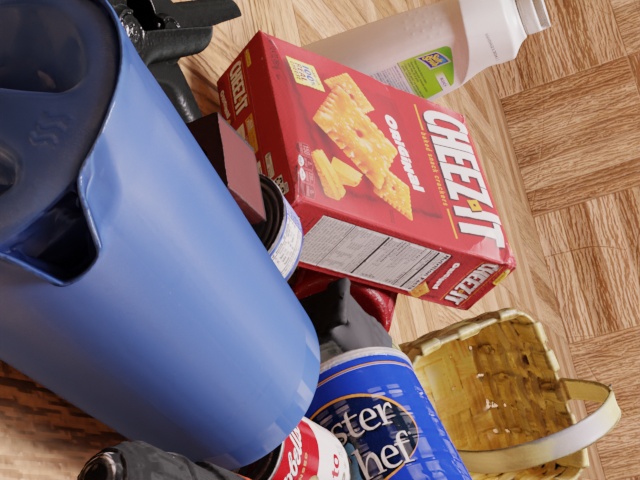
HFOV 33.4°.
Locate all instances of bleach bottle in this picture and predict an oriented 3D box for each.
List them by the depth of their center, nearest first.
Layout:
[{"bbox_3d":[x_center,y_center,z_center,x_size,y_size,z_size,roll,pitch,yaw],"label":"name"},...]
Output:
[{"bbox_3d":[0.067,-0.143,0.887,0.102,0.251,0.068,44,33,-57],"label":"bleach bottle"}]

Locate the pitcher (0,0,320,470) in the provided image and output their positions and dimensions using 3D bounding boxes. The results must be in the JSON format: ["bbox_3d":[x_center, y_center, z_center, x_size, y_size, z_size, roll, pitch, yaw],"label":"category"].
[{"bbox_3d":[-0.095,0.006,0.479,0.242,0.145,0.149,56,35,-52],"label":"pitcher"}]

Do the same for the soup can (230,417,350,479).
[{"bbox_3d":[-0.031,0.130,0.626,0.102,0.069,0.068,43,34,-57],"label":"soup can"}]

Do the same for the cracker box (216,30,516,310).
[{"bbox_3d":[0.035,-0.050,0.808,0.213,0.072,0.164,16,46,-33],"label":"cracker box"}]

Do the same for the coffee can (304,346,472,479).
[{"bbox_3d":[0.042,0.156,0.703,0.102,0.103,0.140,49,11,-52],"label":"coffee can"}]

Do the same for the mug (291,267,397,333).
[{"bbox_3d":[0.017,0.049,0.850,0.081,0.093,0.117,-71,177,-55],"label":"mug"}]
